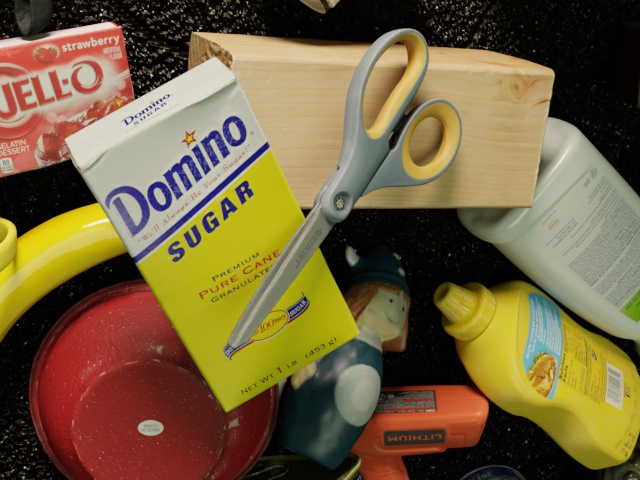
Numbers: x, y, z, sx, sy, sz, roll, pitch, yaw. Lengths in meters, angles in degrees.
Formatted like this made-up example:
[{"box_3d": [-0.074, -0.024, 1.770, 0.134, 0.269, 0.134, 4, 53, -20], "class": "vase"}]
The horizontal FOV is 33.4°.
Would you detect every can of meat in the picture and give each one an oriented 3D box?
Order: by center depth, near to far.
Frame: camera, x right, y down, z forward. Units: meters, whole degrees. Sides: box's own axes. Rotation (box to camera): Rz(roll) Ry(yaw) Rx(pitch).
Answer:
[{"box_3d": [-0.012, 0.195, 0.722, 0.057, 0.102, 0.084, -34, 111, -55], "class": "can of meat"}]

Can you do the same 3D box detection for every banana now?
[{"box_3d": [-0.174, 0.034, 0.644, 0.069, 0.037, 0.198, 43, 86, -16], "class": "banana"}]

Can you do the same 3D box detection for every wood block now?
[{"box_3d": [0.027, -0.073, 0.660, 0.205, 0.090, 0.091, -1, 108, -22], "class": "wood block"}]

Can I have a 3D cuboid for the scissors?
[{"box_3d": [0.023, -0.018, 0.583, 0.096, 0.016, 0.201, 32, 76, -39], "class": "scissors"}]

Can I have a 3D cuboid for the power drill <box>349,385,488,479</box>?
[{"box_3d": [0.082, 0.199, 0.768, 0.184, 0.057, 0.188, -2, 106, 1], "class": "power drill"}]

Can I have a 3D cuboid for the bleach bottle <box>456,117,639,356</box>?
[{"box_3d": [0.213, 0.024, 0.783, 0.102, 0.068, 0.250, -49, 120, -1], "class": "bleach bottle"}]

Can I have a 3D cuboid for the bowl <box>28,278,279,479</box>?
[{"box_3d": [-0.105, 0.108, 0.665, 0.162, 0.055, 0.162, -1, 105, -4], "class": "bowl"}]

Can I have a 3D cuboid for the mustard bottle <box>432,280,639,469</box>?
[{"box_3d": [0.153, 0.084, 0.766, 0.191, 0.058, 0.096, 35, 51, -27], "class": "mustard bottle"}]

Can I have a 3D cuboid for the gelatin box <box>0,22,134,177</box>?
[{"box_3d": [-0.154, -0.082, 0.618, 0.089, 0.030, 0.073, -13, 112, -17], "class": "gelatin box"}]

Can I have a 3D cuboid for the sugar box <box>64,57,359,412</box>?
[{"box_3d": [-0.054, 0.001, 0.578, 0.093, 0.048, 0.176, -31, 123, -6], "class": "sugar box"}]
